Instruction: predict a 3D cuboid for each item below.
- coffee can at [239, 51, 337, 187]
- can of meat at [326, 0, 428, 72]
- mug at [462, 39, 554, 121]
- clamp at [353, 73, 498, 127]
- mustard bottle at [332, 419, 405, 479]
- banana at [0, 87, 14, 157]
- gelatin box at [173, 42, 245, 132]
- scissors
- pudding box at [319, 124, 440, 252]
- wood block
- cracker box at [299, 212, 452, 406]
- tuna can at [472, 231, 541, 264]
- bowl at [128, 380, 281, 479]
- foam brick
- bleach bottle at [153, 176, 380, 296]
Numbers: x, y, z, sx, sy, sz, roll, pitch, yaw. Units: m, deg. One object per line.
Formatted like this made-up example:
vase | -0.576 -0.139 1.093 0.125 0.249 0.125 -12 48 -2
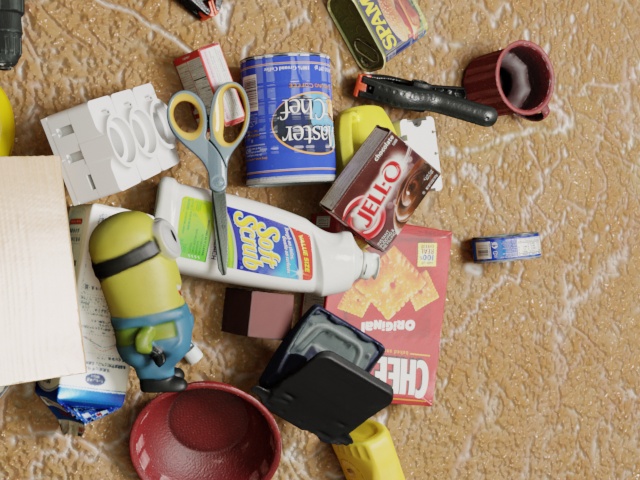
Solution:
coffee can | -0.036 -0.133 1.193 0.102 0.103 0.140 -4 91 -28
can of meat | 0.070 -0.267 1.279 0.083 0.058 0.102 -38 106 -26
mug | 0.243 -0.194 1.356 0.117 0.082 0.093 39 72 -22
clamp | 0.122 -0.177 1.297 0.171 0.120 0.039 13 102 -9
mustard bottle | 0.074 0.307 1.251 0.058 0.096 0.191 -26 102 -27
banana | -0.347 -0.078 1.065 0.069 0.037 0.198 12 81 -7
gelatin box | -0.120 -0.165 1.165 0.030 0.073 0.089 -25 101 -26
scissors | -0.125 -0.071 1.113 0.096 0.016 0.202 12 85 -7
pudding box | 0.066 -0.057 1.180 0.090 0.039 0.113 36 87 -34
wood block | -0.289 0.030 1.002 0.090 0.090 0.206 -5 85 -37
cracker box | 0.063 0.082 1.261 0.164 0.072 0.214 9 86 -27
tuna can | 0.235 0.009 1.348 0.086 0.086 0.034 -6 90 -28
bowl | -0.122 0.208 1.146 0.162 0.055 0.162 -1 115 -2
foam brick | -0.071 0.081 1.186 0.052 0.078 0.051 8 87 -28
bleach bottle | -0.058 0.001 1.162 0.250 0.068 0.102 9 86 -11
